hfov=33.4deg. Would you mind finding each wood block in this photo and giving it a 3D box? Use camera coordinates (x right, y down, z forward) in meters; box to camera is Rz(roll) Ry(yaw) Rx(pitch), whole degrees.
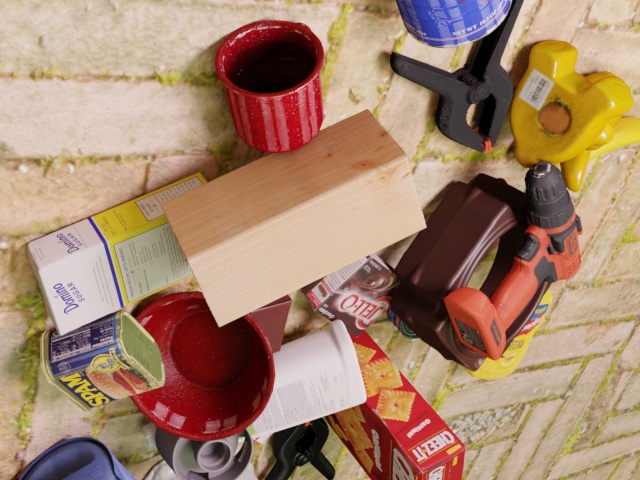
[{"bbox_3d":[-0.024,-0.022,0.949,0.206,0.090,0.091,-26,132,-6],"label":"wood block"}]

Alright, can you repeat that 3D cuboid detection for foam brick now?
[{"bbox_3d":[-0.071,0.082,1.149,0.052,0.051,0.078,-12,135,-31],"label":"foam brick"}]

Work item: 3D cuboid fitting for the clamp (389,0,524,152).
[{"bbox_3d":[0.147,-0.160,1.103,0.164,0.036,0.210,-30,143,-14],"label":"clamp"}]

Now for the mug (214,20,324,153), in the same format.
[{"bbox_3d":[-0.036,-0.139,0.935,0.081,0.093,0.117,83,27,-54],"label":"mug"}]

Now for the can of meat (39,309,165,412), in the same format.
[{"bbox_3d":[-0.209,0.116,1.033,0.084,0.057,0.102,-18,144,10],"label":"can of meat"}]

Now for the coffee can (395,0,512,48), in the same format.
[{"bbox_3d":[0.102,-0.250,0.917,0.103,0.103,0.140,-38,144,-4],"label":"coffee can"}]

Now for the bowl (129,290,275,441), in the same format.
[{"bbox_3d":[-0.121,0.122,1.099,0.162,0.162,0.055,-54,-179,17],"label":"bowl"}]

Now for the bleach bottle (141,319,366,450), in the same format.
[{"bbox_3d":[-0.079,0.176,1.203,0.250,0.068,0.102,-18,125,-5],"label":"bleach bottle"}]

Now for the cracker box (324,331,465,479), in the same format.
[{"bbox_3d":[0.082,0.235,1.302,0.072,0.214,0.164,-26,141,-19],"label":"cracker box"}]

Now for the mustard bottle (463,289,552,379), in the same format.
[{"bbox_3d":[0.265,0.103,1.459,0.096,0.058,0.192,-5,130,-35],"label":"mustard bottle"}]

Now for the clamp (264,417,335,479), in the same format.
[{"bbox_3d":[-0.036,0.283,1.396,0.120,0.039,0.171,-27,135,-24],"label":"clamp"}]

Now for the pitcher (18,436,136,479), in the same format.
[{"bbox_3d":[-0.229,0.332,1.167,0.145,0.149,0.242,-41,130,-10],"label":"pitcher"}]

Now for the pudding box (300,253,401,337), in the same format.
[{"bbox_3d":[0.042,0.057,1.231,0.090,0.039,0.113,-44,143,7],"label":"pudding box"}]

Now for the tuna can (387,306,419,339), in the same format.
[{"bbox_3d":[0.126,0.080,1.334,0.086,0.034,0.086,-24,140,-22],"label":"tuna can"}]

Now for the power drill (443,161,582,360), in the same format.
[{"bbox_3d":[0.216,0.026,1.170,0.187,0.057,0.184,-46,139,-17],"label":"power drill"}]

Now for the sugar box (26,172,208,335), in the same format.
[{"bbox_3d":[-0.176,0.011,0.990,0.176,0.048,0.093,-22,138,-18],"label":"sugar box"}]
